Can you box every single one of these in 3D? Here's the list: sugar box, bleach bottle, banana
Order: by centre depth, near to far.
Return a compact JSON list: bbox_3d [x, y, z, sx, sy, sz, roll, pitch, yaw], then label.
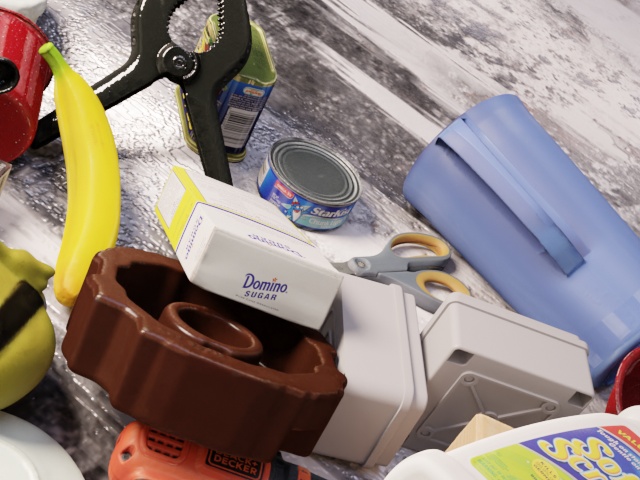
[{"bbox_3d":[0.144,0.137,0.594,0.250,0.068,0.103,-10,52,-46],"label":"bleach bottle"},{"bbox_3d":[-0.055,0.001,0.730,0.093,0.048,0.176,22,11,-20],"label":"sugar box"},{"bbox_3d":[-0.168,-0.040,0.746,0.069,0.037,0.198,21,51,-52],"label":"banana"}]

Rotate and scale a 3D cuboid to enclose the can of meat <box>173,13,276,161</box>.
[{"bbox_3d":[-0.080,-0.132,0.908,0.057,0.084,0.102,10,40,-25],"label":"can of meat"}]

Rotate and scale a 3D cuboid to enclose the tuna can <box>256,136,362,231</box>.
[{"bbox_3d":[-0.010,-0.047,0.896,0.086,0.034,0.086,19,36,-15],"label":"tuna can"}]

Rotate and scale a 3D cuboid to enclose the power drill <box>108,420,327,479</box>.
[{"bbox_3d":[-0.040,0.190,0.563,0.184,0.057,0.187,20,33,-6],"label":"power drill"}]

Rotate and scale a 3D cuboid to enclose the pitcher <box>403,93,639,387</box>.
[{"bbox_3d":[0.188,-0.001,0.893,0.149,0.145,0.243,-21,61,-36],"label":"pitcher"}]

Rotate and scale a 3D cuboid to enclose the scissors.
[{"bbox_3d":[0.047,0.035,0.850,0.201,0.016,0.096,-15,54,-45],"label":"scissors"}]

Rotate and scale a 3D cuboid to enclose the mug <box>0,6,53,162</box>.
[{"bbox_3d":[-0.241,-0.116,0.754,0.093,0.117,0.081,-3,46,-2],"label":"mug"}]

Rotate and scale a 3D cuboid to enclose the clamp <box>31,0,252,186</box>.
[{"bbox_3d":[-0.103,-0.125,0.824,0.164,0.210,0.036,29,-7,-11],"label":"clamp"}]
